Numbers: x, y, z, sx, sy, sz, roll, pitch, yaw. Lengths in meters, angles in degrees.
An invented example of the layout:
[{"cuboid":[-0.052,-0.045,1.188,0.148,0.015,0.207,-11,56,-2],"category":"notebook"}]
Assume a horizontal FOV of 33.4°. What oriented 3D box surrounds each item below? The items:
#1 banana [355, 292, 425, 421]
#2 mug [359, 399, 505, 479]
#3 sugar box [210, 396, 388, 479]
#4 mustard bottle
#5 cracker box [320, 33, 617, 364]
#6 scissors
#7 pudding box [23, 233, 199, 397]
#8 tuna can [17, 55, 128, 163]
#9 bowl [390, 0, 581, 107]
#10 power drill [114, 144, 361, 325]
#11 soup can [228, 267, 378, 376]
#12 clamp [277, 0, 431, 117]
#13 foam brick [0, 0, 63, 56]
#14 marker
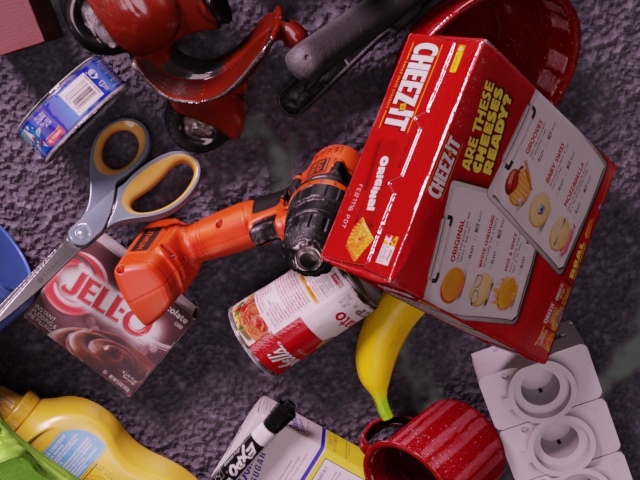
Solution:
[{"cuboid":[0.087,0.051,0.866,0.069,0.037,0.198,36,100,-10],"category":"banana"},{"cuboid":[0.086,0.178,0.868,0.117,0.081,0.093,23,130,36],"category":"mug"},{"cuboid":[0.002,0.215,0.914,0.176,0.048,0.093,31,104,-3],"category":"sugar box"},{"cuboid":[-0.200,0.188,0.904,0.191,0.058,0.096,40,109,-10],"category":"mustard bottle"},{"cuboid":[0.111,-0.023,0.741,0.213,0.072,0.164,28,82,-47],"category":"cracker box"},{"cuboid":[-0.187,-0.023,0.818,0.201,0.016,0.096,-31,80,-16],"category":"scissors"},{"cuboid":[-0.170,0.058,0.875,0.113,0.039,0.090,38,103,-9],"category":"pudding box"},{"cuboid":[-0.187,-0.100,0.805,0.086,0.086,0.033,-42,99,12],"category":"tuna can"},{"cuboid":[0.109,-0.127,0.782,0.162,0.055,0.162,-20,137,-20],"category":"bowl"},{"cuboid":[-0.055,0.001,0.791,0.188,0.184,0.057,-20,107,17],"category":"power drill"},{"cuboid":[-0.013,0.054,0.855,0.102,0.068,0.068,-35,103,11],"category":"soup can"},{"cuboid":[0.047,-0.165,0.775,0.210,0.165,0.036,-41,92,-11],"category":"clamp"},{"cuboid":[-0.237,-0.180,0.801,0.053,0.051,0.078,-15,105,7],"category":"foam brick"},{"cuboid":[-0.061,0.176,0.873,0.020,0.020,0.121,39,103,-9],"category":"marker"}]
